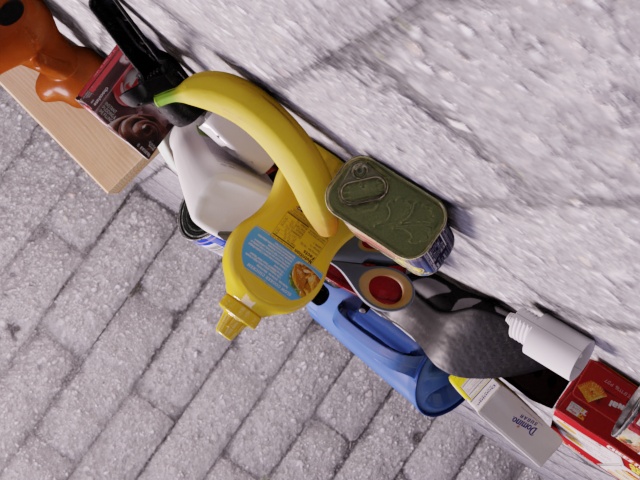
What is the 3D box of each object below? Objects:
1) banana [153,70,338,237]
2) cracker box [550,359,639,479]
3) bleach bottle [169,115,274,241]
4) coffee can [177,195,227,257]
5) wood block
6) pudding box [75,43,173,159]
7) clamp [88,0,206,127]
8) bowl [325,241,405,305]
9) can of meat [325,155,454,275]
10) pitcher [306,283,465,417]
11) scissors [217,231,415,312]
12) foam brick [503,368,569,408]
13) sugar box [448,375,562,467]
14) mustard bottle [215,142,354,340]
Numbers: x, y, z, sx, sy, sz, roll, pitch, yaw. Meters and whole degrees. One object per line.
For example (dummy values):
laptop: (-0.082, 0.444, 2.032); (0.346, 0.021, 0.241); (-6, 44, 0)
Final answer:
banana: (-0.048, -0.086, 0.922); (0.198, 0.070, 0.037); (39, -147, -3)
cracker box: (0.326, 0.207, 1.106); (0.164, 0.072, 0.213); (33, 172, 18)
bleach bottle: (-0.105, -0.076, 1.136); (0.102, 0.068, 0.251); (24, -164, -23)
coffee can: (-0.109, -0.021, 1.454); (0.140, 0.103, 0.103); (30, 179, -43)
wood block: (-0.317, -0.167, 1.419); (0.206, 0.091, 0.090); (46, -179, -2)
pudding box: (-0.186, -0.147, 1.088); (0.039, 0.090, 0.113); (34, 174, 27)
clamp: (-0.158, -0.161, 0.997); (0.171, 0.039, 0.120); (27, -136, -73)
bowl: (0.031, 0.003, 1.104); (0.162, 0.055, 0.162); (29, -168, -7)
can of meat: (0.062, -0.018, 0.906); (0.102, 0.057, 0.084); (34, 176, 20)
pitcher: (0.086, 0.109, 1.370); (0.243, 0.144, 0.149); (34, 154, 41)
scissors: (0.006, 0.027, 1.022); (0.201, 0.096, 0.016); (-7, 175, -1)
foam brick: (0.233, 0.142, 1.193); (0.078, 0.053, 0.051); (36, 174, -15)
sugar box: (0.203, 0.186, 1.188); (0.093, 0.048, 0.176); (41, 178, -6)
mustard bottle: (-0.034, 0.009, 0.983); (0.096, 0.191, 0.058); (37, 173, -15)
